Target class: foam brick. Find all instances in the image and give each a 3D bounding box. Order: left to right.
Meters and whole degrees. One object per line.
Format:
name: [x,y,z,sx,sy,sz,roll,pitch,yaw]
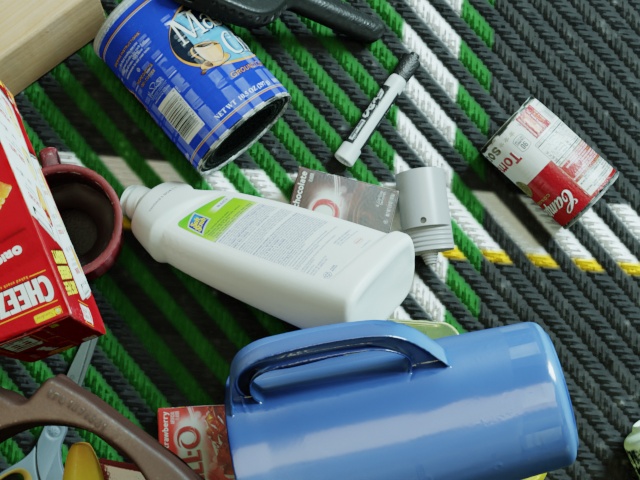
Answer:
foam brick: [-0.165,0.220,0.863,0.053,0.051,0.078,12,80,-3]

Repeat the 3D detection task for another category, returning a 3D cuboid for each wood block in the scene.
wood block: [-0.292,-0.168,0.901,0.206,0.090,0.091,-39,85,-9]

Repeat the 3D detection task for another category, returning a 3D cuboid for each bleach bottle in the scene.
bleach bottle: [-0.056,0.001,0.867,0.251,0.068,0.102,22,44,28]

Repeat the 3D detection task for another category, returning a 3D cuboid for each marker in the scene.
marker: [0.053,-0.119,0.954,0.020,0.020,0.121,34,79,2]

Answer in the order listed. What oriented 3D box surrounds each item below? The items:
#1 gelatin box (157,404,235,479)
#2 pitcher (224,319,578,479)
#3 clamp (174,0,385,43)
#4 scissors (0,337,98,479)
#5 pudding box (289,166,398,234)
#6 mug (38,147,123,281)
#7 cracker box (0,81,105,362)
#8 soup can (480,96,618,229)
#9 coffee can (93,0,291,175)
gelatin box: [-0.097,0.182,0.885,0.073,0.030,0.089,-2,80,-5]
pitcher: [0.055,0.129,0.777,0.243,0.149,0.145,-14,78,4]
clamp: [-0.049,-0.238,0.916,0.209,0.036,0.164,-13,74,-41]
scissors: [-0.209,0.175,0.885,0.096,0.016,0.201,35,79,1]
pudding box: [0.011,0.002,0.920,0.090,0.039,0.113,14,79,-1]
mug: [-0.211,-0.020,0.885,0.093,0.081,0.117,-19,82,-7]
cracker box: [-0.233,-0.024,0.758,0.072,0.164,0.214,-22,83,-6]
soup can: [0.199,-0.068,0.932,0.102,0.068,0.068,43,80,4]
coffee can: [-0.108,-0.141,0.903,0.102,0.103,0.140,-40,85,-10]
